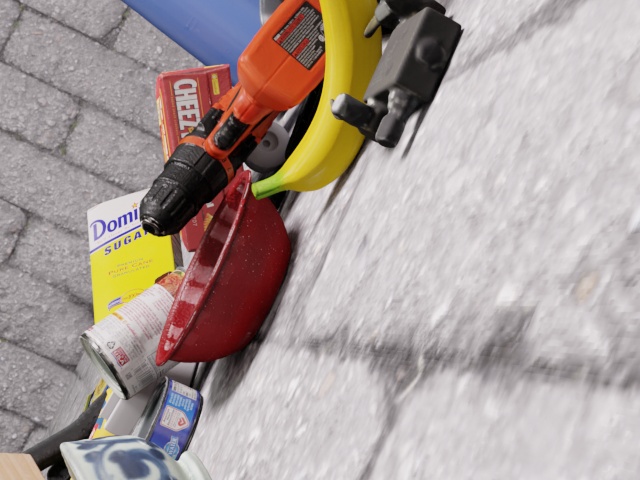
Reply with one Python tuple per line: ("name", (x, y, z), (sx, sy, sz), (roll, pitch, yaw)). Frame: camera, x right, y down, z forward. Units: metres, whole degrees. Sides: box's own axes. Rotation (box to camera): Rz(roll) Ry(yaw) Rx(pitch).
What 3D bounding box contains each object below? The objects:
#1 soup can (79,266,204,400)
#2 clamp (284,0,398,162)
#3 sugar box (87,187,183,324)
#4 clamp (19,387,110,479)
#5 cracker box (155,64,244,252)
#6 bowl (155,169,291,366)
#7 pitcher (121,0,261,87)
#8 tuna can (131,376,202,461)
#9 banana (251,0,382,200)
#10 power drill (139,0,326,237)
("soup can", (-0.140, 0.078, 0.890), (0.102, 0.068, 0.069), (-35, 1, -21))
("clamp", (0.027, -0.177, 0.879), (0.165, 0.036, 0.210), (-51, 21, 46))
("sugar box", (-0.190, 0.030, 1.113), (0.048, 0.093, 0.176), (64, -171, -55))
("clamp", (-0.231, 0.195, 1.088), (0.171, 0.039, 0.120), (-34, -13, -14))
("cracker box", (-0.117, -0.085, 1.044), (0.214, 0.072, 0.164), (-137, 39, -78))
("bowl", (-0.066, 0.030, 0.802), (0.162, 0.055, 0.162), (-59, 13, 22))
("pitcher", (-0.112, -0.268, 1.171), (0.149, 0.242, 0.145), (-57, 13, -5))
("tuna can", (-0.128, 0.155, 0.860), (0.086, 0.033, 0.086), (-59, 13, 22))
("banana", (0.007, -0.108, 0.703), (0.037, 0.069, 0.198), (-124, 41, -54))
("power drill", (-0.060, -0.097, 0.816), (0.184, 0.057, 0.188), (-57, 11, -32))
